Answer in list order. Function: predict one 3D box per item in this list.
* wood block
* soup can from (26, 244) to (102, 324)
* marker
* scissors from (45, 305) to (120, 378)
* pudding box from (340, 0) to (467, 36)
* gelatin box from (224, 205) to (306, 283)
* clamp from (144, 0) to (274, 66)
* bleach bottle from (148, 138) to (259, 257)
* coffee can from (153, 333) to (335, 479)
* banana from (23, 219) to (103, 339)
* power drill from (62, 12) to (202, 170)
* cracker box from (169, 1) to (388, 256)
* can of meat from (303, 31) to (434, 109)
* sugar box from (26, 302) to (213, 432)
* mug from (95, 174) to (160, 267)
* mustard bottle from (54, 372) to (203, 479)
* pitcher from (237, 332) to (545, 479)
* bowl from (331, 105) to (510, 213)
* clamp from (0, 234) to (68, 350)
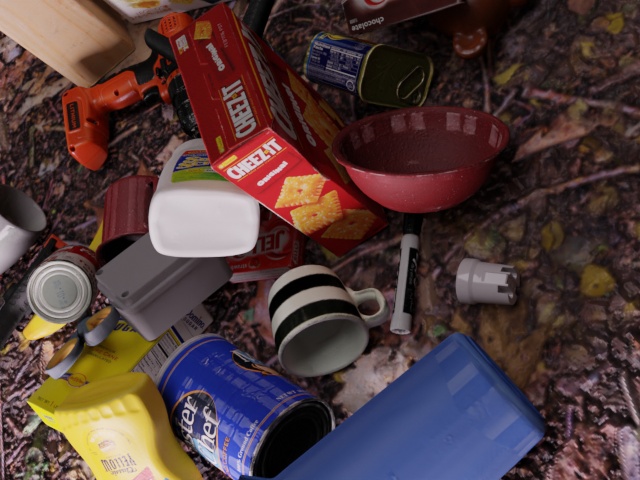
[{"bbox_3d":[-0.331,-0.281,1.276,0.090,0.205,0.091,-38,53,12],"label":"wood block"},{"bbox_3d":[-0.263,0.045,1.111,0.068,0.068,0.102,-49,8,3],"label":"soup can"},{"bbox_3d":[0.080,0.026,0.986,0.020,0.020,0.121,-4,66,31],"label":"marker"},{"bbox_3d":[-0.248,0.098,1.071,0.096,0.016,0.202,-47,14,-20],"label":"scissors"},{"bbox_3d":[0.071,-0.249,0.991,0.114,0.039,0.090,-14,95,25],"label":"pudding box"},{"bbox_3d":[-0.057,0.001,1.079,0.089,0.030,0.073,-8,65,30],"label":"gelatin box"},{"bbox_3d":[-0.091,-0.188,1.140,0.164,0.036,0.210,-30,60,9],"label":"clamp"},{"bbox_3d":[-0.120,-0.055,1.058,0.251,0.102,0.068,-116,28,-69],"label":"bleach bottle"},{"bbox_3d":[-0.071,0.159,0.968,0.140,0.102,0.103,27,84,38],"label":"coffee can"},{"bbox_3d":[-0.263,0.035,1.195,0.198,0.037,0.070,-57,29,-5],"label":"banana"},{"bbox_3d":[-0.207,-0.157,1.235,0.188,0.057,0.184,-27,52,16],"label":"power drill"},{"bbox_3d":[-0.035,-0.099,0.996,0.072,0.213,0.164,-33,54,16],"label":"cracker box"},{"bbox_3d":[0.046,-0.168,1.049,0.084,0.101,0.057,25,106,41],"label":"can of meat"},{"bbox_3d":[-0.198,0.118,1.060,0.094,0.048,0.176,12,54,43],"label":"sugar box"},{"bbox_3d":[-0.186,-0.022,1.127,0.117,0.093,0.081,124,149,-51],"label":"mug"},{"bbox_3d":[-0.157,0.215,0.965,0.096,0.191,0.058,-17,18,23],"label":"mustard bottle"},{"bbox_3d":[0.066,0.198,0.858,0.243,0.149,0.145,-42,37,5],"label":"pitcher"},{"bbox_3d":[0.092,-0.069,0.972,0.162,0.055,0.162,-6,27,3],"label":"bowl"},{"bbox_3d":[-0.339,0.072,1.195,0.171,0.039,0.120,-57,20,-2],"label":"clamp"}]
